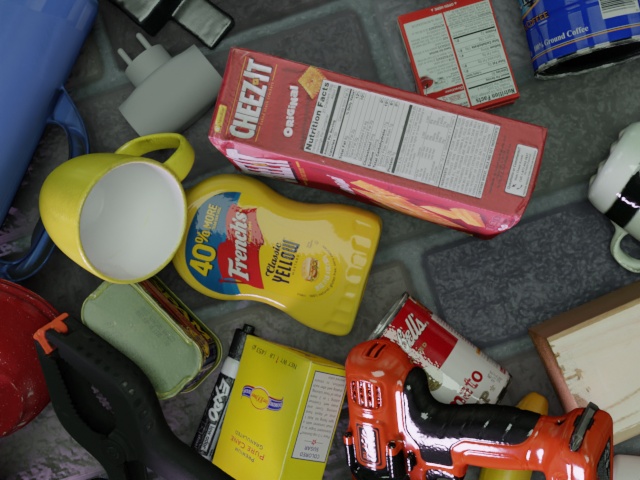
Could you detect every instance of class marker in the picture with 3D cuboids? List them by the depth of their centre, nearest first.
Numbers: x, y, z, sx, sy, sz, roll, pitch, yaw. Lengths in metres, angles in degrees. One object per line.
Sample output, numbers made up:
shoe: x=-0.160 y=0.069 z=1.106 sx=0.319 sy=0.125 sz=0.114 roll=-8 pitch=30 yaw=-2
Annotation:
marker: x=-0.077 y=0.122 z=0.831 sx=0.020 sy=0.020 sz=0.121 roll=21 pitch=90 yaw=3

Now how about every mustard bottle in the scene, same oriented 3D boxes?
mustard bottle: x=-0.055 y=0.001 z=0.814 sx=0.191 sy=0.058 sz=0.096 roll=17 pitch=104 yaw=4

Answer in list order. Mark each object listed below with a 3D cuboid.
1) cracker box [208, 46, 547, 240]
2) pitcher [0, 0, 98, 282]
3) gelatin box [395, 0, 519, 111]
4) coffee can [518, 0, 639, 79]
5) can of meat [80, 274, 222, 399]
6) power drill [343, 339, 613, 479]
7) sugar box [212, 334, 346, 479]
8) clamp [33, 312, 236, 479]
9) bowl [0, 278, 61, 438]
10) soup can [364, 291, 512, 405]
cracker box: x=0.038 y=-0.062 z=0.759 sx=0.213 sy=0.164 sz=0.072 roll=15 pitch=87 yaw=3
pitcher: x=-0.256 y=-0.095 z=0.799 sx=0.145 sy=0.149 sz=0.243 roll=24 pitch=86 yaw=37
gelatin box: x=0.105 y=-0.139 z=0.825 sx=0.073 sy=0.030 sz=0.089 roll=-17 pitch=88 yaw=1
coffee can: x=0.192 y=-0.201 z=0.786 sx=0.103 sy=0.103 sz=0.140 roll=-13 pitch=88 yaw=2
can of meat: x=-0.127 y=0.071 z=0.803 sx=0.057 sy=0.084 sz=0.102 roll=-45 pitch=87 yaw=0
power drill: x=0.106 y=0.165 z=0.746 sx=0.188 sy=0.057 sz=0.184 roll=8 pitch=123 yaw=26
sugar box: x=-0.040 y=0.166 z=0.790 sx=0.048 sy=0.093 sz=0.176 roll=19 pitch=87 yaw=-35
clamp: x=-0.127 y=0.143 z=0.758 sx=0.165 sy=0.036 sz=0.210 roll=-20 pitch=102 yaw=39
bowl: x=-0.261 y=0.100 z=0.777 sx=0.162 sy=0.055 sz=0.162 roll=-4 pitch=131 yaw=-5
soup can: x=0.083 y=0.096 z=0.800 sx=0.102 sy=0.068 sz=0.068 roll=38 pitch=90 yaw=3
